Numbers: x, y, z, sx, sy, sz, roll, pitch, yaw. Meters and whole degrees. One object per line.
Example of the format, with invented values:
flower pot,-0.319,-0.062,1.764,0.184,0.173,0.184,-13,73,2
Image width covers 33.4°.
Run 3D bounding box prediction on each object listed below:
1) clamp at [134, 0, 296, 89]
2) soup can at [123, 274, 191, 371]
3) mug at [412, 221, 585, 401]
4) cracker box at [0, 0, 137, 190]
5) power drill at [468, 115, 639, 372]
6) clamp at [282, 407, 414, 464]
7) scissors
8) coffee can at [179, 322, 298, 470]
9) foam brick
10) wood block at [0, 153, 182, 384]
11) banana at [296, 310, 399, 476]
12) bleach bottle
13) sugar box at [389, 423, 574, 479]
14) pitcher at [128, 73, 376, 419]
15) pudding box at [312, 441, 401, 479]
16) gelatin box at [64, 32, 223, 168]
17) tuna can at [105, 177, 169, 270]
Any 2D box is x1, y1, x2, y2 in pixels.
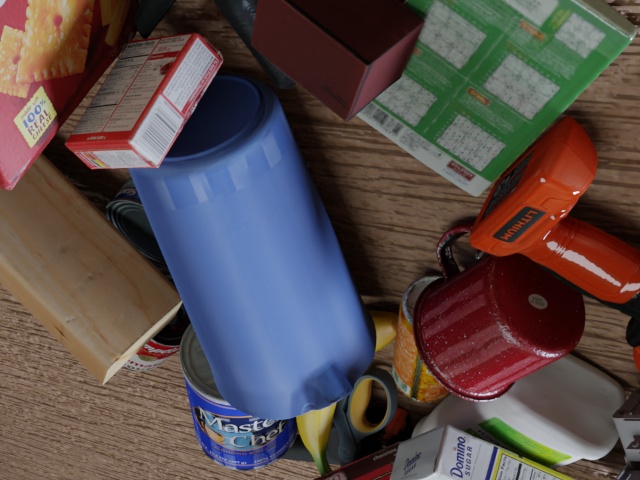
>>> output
clamp,-0.060,-0.157,0.631,0.120,0.039,0.171,21,154,5
soup can,-0.157,0.080,1.005,0.068,0.068,0.102,38,148,-9
mug,0.117,0.041,0.718,0.082,0.093,0.117,-41,68,52
cracker box,-0.183,-0.160,0.612,0.072,0.164,0.214,20,146,15
power drill,0.195,0.009,0.622,0.187,0.057,0.185,34,148,-4
clamp,0.031,0.209,1.050,0.164,0.036,0.210,27,146,6
scissors,0.014,0.177,0.986,0.096,0.016,0.202,39,133,17
coffee can,-0.071,0.134,0.974,0.103,0.102,0.140,22,147,15
foam brick,0.008,-0.117,0.601,0.078,0.051,0.053,40,149,11
wood block,-0.222,0.013,0.898,0.206,0.090,0.091,45,159,2
banana,0.017,0.117,0.910,0.070,0.037,0.198,39,132,22
bleach bottle,0.142,0.161,0.871,0.102,0.068,0.251,29,151,-1
sugar box,0.149,0.198,0.815,0.176,0.048,0.093,22,155,-10
pitcher,-0.055,0.001,0.773,0.149,0.145,0.243,1,134,22
pudding box,0.047,0.231,0.963,0.090,0.039,0.113,-23,144,2
gelatin box,-0.110,-0.087,0.669,0.073,0.089,0.030,3,148,46
tuna can,-0.134,-0.015,0.890,0.086,0.033,0.086,22,147,15
